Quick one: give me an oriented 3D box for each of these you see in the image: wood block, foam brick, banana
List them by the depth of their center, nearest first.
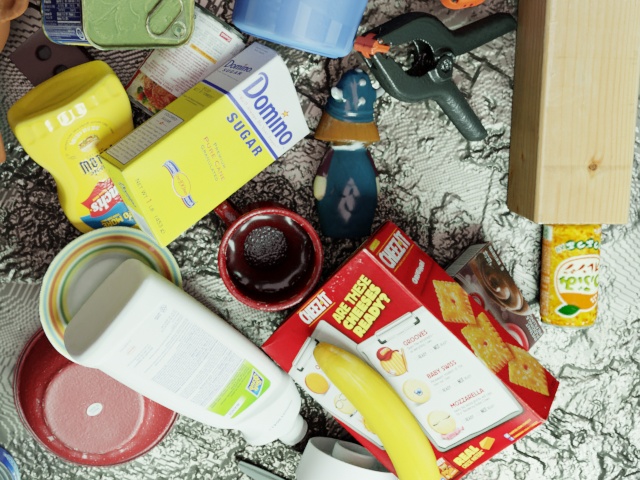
[{"bbox_3d":[0.059,0.172,0.934,0.070,0.037,0.198,-16,108,32],"label":"banana"},{"bbox_3d":[-0.225,-0.149,0.937,0.053,0.051,0.078,-41,102,3],"label":"foam brick"},{"bbox_3d":[0.230,-0.124,0.971,0.090,0.090,0.206,0,101,-7],"label":"wood block"}]

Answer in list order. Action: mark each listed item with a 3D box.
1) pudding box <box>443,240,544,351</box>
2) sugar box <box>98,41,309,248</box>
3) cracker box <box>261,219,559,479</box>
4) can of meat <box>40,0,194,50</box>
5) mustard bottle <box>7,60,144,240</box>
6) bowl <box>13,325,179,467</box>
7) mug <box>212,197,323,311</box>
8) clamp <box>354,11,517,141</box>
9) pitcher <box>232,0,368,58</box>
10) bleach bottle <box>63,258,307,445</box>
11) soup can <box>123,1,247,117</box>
[{"bbox_3d":[0.151,0.072,1.007,0.089,0.039,0.113,-41,103,-32],"label":"pudding box"},{"bbox_3d":[-0.095,-0.083,0.919,0.176,0.048,0.093,-39,135,-17],"label":"sugar box"},{"bbox_3d":[0.079,0.111,0.960,0.213,0.072,0.164,44,126,-1],"label":"cracker box"},{"bbox_3d":[-0.169,-0.188,0.882,0.101,0.084,0.057,-10,105,-38],"label":"can of meat"},{"bbox_3d":[-0.186,-0.056,0.931,0.096,0.058,0.191,-32,133,-10],"label":"mustard bottle"},{"bbox_3d":[-0.209,0.146,0.996,0.162,0.055,0.162,-1,102,-6],"label":"bowl"},{"bbox_3d":[-0.056,0.001,0.969,0.117,0.081,0.093,43,94,-12],"label":"mug"},{"bbox_3d":[0.108,-0.166,0.949,0.171,0.039,0.120,18,89,-41],"label":"clamp"},{"bbox_3d":[-0.005,-0.288,0.903,0.144,0.149,0.243,10,104,-28],"label":"pitcher"},{"bbox_3d":[-0.105,0.123,0.966,0.102,0.068,0.250,-49,124,-2],"label":"bleach bottle"},{"bbox_3d":[-0.119,-0.153,0.940,0.068,0.068,0.102,35,95,-11],"label":"soup can"}]
